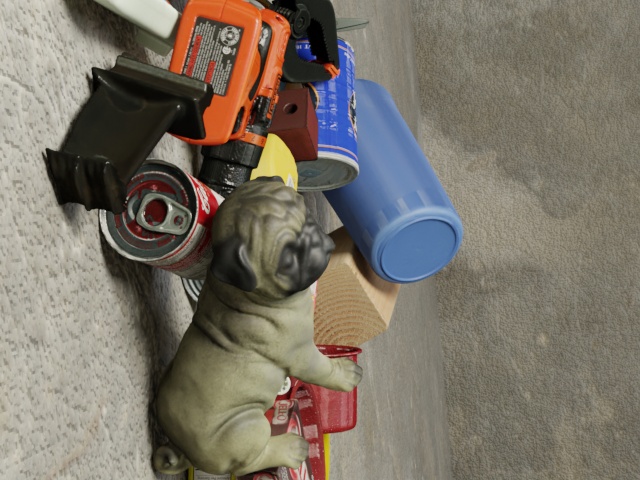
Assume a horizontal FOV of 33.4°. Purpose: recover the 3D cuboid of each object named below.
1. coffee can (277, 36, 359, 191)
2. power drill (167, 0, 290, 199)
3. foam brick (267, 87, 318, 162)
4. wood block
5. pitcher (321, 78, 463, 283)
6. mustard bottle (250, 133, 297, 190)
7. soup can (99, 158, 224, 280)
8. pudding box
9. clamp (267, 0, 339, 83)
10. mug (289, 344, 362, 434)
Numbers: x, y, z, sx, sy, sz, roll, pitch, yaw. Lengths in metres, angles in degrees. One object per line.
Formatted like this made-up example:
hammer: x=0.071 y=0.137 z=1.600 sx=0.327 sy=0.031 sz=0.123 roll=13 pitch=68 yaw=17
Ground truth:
coffee can: x=-0.013 y=-0.134 z=1.128 sx=0.102 sy=0.103 sz=0.140 roll=52 pitch=34 yaw=-69
power drill: x=-0.074 y=-0.102 z=0.819 sx=0.187 sy=0.057 sz=0.184 roll=5 pitch=98 yaw=-86
foam brick: x=-0.044 y=-0.108 z=1.029 sx=0.051 sy=0.078 sz=0.053 roll=69 pitch=18 yaw=-53
wood block: x=0.032 y=0.049 z=1.242 sx=0.091 sy=0.090 sz=0.206 roll=58 pitch=17 yaw=-9
pitcher: x=0.073 y=-0.063 z=1.213 sx=0.243 sy=0.149 sz=0.145 roll=-117 pitch=-159 yaw=-44
mustard bottle: x=-0.057 y=0.001 z=0.966 sx=0.096 sy=0.058 sz=0.191 roll=81 pitch=11 yaw=-50
soup can: x=-0.100 y=-0.011 z=0.733 sx=0.102 sy=0.068 sz=0.068 roll=37 pitch=49 yaw=-74
pudding box: x=-0.032 y=0.195 z=0.834 sx=0.090 sy=0.039 sz=0.113 roll=-73 pitch=158 yaw=-60
clamp: x=-0.029 y=-0.217 z=0.989 sx=0.164 sy=0.036 sz=0.209 roll=-63 pitch=149 yaw=-2
mug: x=-0.008 y=0.152 z=1.109 sx=0.117 sy=0.093 sz=0.081 roll=-179 pitch=-92 yaw=-65
